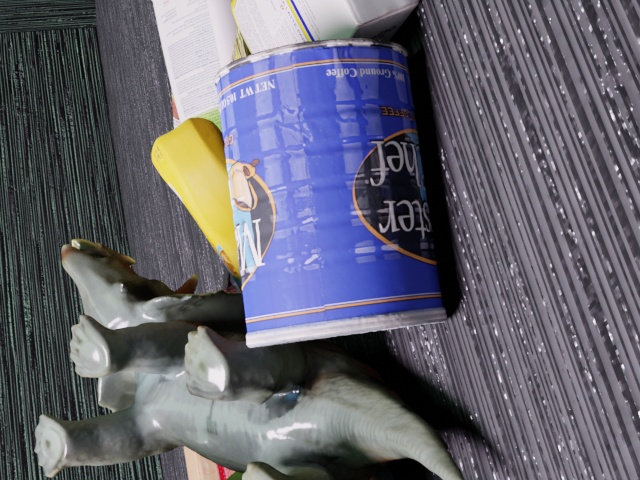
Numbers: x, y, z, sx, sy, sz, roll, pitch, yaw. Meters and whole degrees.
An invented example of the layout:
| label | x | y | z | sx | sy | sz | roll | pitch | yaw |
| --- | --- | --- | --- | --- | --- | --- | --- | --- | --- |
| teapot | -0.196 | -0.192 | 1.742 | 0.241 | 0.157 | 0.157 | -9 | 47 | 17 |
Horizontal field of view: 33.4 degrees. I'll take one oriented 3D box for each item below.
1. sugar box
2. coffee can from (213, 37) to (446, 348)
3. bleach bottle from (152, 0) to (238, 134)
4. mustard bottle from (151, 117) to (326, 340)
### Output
| label | x | y | z | sx | sy | sz | roll | pitch | yaw |
| --- | --- | --- | --- | --- | --- | --- | --- | --- | --- |
| sugar box | -0.003 | -0.136 | 0.610 | 0.093 | 0.048 | 0.176 | 63 | 162 | 3 |
| coffee can | 0.004 | -0.021 | 0.549 | 0.103 | 0.102 | 0.140 | 151 | 112 | -75 |
| bleach bottle | -0.085 | -0.113 | 0.914 | 0.103 | 0.067 | 0.251 | -14 | 83 | 46 |
| mustard bottle | -0.055 | 0.001 | 0.813 | 0.192 | 0.058 | 0.096 | 57 | 176 | 10 |
